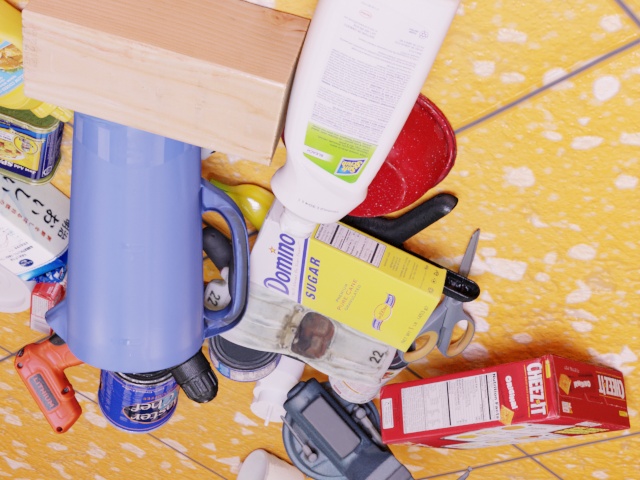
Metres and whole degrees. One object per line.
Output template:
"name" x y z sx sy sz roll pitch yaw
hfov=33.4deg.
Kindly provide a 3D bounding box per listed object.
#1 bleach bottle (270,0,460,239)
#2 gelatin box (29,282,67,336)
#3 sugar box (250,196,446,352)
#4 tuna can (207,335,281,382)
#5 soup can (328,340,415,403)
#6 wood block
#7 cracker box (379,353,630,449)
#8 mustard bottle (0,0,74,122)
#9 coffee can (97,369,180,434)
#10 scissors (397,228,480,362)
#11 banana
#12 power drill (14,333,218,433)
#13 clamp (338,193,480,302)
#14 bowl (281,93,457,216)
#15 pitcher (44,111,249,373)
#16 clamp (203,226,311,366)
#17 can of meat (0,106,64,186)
"bleach bottle" 0.014 -0.103 0.824 0.102 0.068 0.251 21 128 -7
"gelatin box" -0.303 0.057 1.221 0.030 0.073 0.089 22 144 -2
"sugar box" 0.021 0.032 1.007 0.176 0.048 0.093 23 137 -2
"tuna can" -0.084 0.116 1.203 0.086 0.086 0.034 13 146 4
"soup can" 0.055 0.133 1.186 0.068 0.068 0.102 22 145 -8
"wood block" -0.123 -0.145 0.853 0.206 0.090 0.090 16 137 1
"cracker box" 0.195 0.177 1.143 0.214 0.072 0.163 -17 158 37
"mustard bottle" -0.286 -0.169 0.922 0.096 0.058 0.191 -21 130 35
"coffee can" -0.219 0.162 1.305 0.103 0.102 0.140 18 145 -2
"scissors" 0.119 0.066 1.081 0.096 0.016 0.202 -22 143 -7
"banana" -0.044 0.003 1.081 0.070 0.037 0.197 15 148 36
"power drill" -0.228 0.136 1.191 0.184 0.187 0.057 59 180 -3
"clamp" 0.067 -0.001 1.022 0.172 0.039 0.120 7 124 21
"bowl" 0.035 -0.070 0.930 0.162 0.055 0.162 11 144 8
"pitcher" -0.155 -0.013 0.964 0.145 0.148 0.243 25 122 33
"clamp" -0.068 0.077 1.150 0.210 0.036 0.165 38 151 -8
"can of meat" -0.293 -0.109 1.009 0.102 0.057 0.084 20 142 -6
